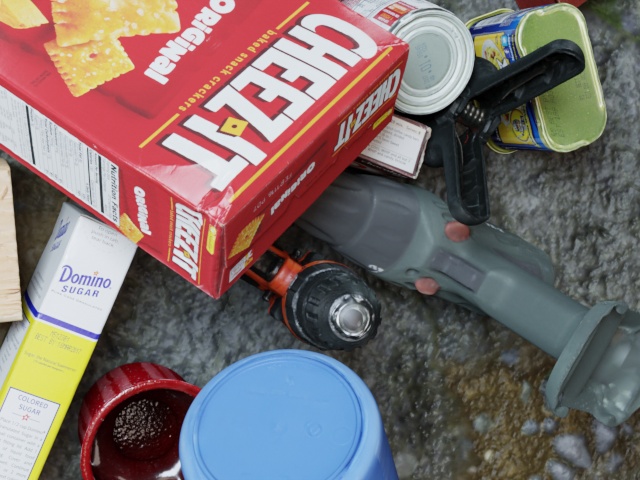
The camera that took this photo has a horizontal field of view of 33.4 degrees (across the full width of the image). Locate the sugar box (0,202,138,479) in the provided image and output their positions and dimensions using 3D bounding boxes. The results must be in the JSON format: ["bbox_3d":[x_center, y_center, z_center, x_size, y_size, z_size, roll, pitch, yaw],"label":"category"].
[{"bbox_3d":[-0.167,0.067,0.648,0.048,0.093,0.176,26,88,-20],"label":"sugar box"}]

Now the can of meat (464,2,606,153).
[{"bbox_3d":[0.146,-0.111,0.736,0.057,0.084,0.102,-21,103,-15],"label":"can of meat"}]

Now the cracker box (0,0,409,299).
[{"bbox_3d":[-0.086,-0.095,0.572,0.214,0.072,0.164,33,57,15],"label":"cracker box"}]

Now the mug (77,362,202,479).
[{"bbox_3d":[-0.117,0.134,0.679,0.093,0.082,0.117,38,84,-19],"label":"mug"}]

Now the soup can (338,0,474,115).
[{"bbox_3d":[0.045,-0.126,0.682,0.068,0.102,0.068,-10,117,-20],"label":"soup can"}]

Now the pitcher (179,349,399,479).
[{"bbox_3d":[-0.004,0.166,0.644,0.145,0.149,0.243,-29,140,-15],"label":"pitcher"}]

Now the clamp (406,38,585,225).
[{"bbox_3d":[0.101,-0.085,0.674,0.039,0.171,0.120,36,101,-24],"label":"clamp"}]

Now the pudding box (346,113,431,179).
[{"bbox_3d":[0.002,-0.075,0.689,0.113,0.090,0.039,17,90,-20],"label":"pudding box"}]

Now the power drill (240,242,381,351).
[{"bbox_3d":[-0.054,0.001,0.641,0.187,0.184,0.057,36,84,-9],"label":"power drill"}]
